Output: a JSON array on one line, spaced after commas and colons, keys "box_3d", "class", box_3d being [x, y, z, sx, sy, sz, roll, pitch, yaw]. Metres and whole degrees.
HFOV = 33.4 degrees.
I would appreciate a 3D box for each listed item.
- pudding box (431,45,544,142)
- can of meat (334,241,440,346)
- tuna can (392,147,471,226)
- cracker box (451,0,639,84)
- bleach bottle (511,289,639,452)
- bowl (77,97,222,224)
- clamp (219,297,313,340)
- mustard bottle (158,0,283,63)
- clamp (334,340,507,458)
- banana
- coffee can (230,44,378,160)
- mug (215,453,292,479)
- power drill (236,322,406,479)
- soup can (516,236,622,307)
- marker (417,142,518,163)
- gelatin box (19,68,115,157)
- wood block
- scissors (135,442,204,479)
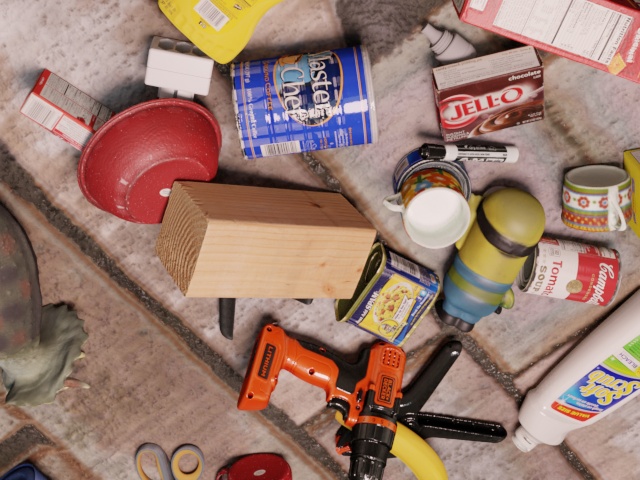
[{"box_3d": [0.176, -0.153, 1.116, 0.113, 0.039, 0.090, -15, 148, 4], "class": "pudding box"}, {"box_3d": [0.078, 0.065, 1.236, 0.083, 0.057, 0.102, 26, 114, -17], "class": "can of meat"}, {"box_3d": [0.124, -0.060, 1.185, 0.086, 0.034, 0.086, -1, 117, -2], "class": "tuna can"}, {"box_3d": [0.231, -0.233, 1.027, 0.213, 0.164, 0.072, 16, 118, -10], "class": "cracker box"}, {"box_3d": [0.336, 0.175, 1.301, 0.102, 0.068, 0.251, 35, 113, -18], "class": "bleach bottle"}, {"box_3d": [-0.168, -0.069, 1.115, 0.162, 0.055, 0.162, -20, 143, -16], "class": "bowl"}, {"box_3d": [-0.101, 0.041, 1.227, 0.120, 0.039, 0.171, -36, 116, 10], "class": "clamp"}, {"box_3d": [-0.065, -0.272, 1.054, 0.096, 0.058, 0.192, 42, 109, -16], "class": "mustard bottle"}, {"box_3d": [0.111, 0.211, 1.323, 0.210, 0.036, 0.164, -17, 118, 9], "class": "clamp"}, {"box_3d": [0.101, 0.263, 1.308, 0.070, 0.037, 0.197, -33, 112, 19], "class": "banana"}, {"box_3d": [-0.015, -0.142, 1.099, 0.140, 0.103, 0.103, -7, 117, 2], "class": "coffee can"}, {"box_3d": [-0.084, 0.321, 1.353, 0.117, 0.093, 0.081, 12, 117, 33], "class": "mug"}, {"box_3d": [0.002, 0.186, 1.239, 0.187, 0.184, 0.057, 19, 149, -9], "class": "power drill"}, {"box_3d": [0.283, 0.034, 1.222, 0.102, 0.068, 0.068, 10, 117, -6], "class": "soup can"}, {"box_3d": [0.160, -0.095, 1.154, 0.120, 0.020, 0.020, -1, 119, -25], "class": "marker"}, {"box_3d": [-0.262, -0.132, 1.110, 0.089, 0.073, 0.030, 33, 112, -19], "class": "gelatin box"}, {"box_3d": [-0.057, 0.001, 1.131, 0.205, 0.091, 0.090, 3, 119, -34], "class": "wood block"}, {"box_3d": [-0.174, 0.338, 1.390, 0.096, 0.016, 0.201, -20, 117, 8], "class": "scissors"}]
